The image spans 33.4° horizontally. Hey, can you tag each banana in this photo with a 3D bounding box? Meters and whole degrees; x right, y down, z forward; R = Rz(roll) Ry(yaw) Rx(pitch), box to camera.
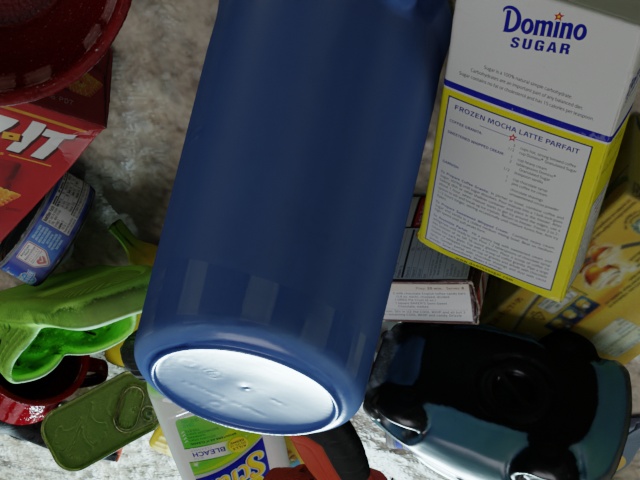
[{"bbox_3d":[-0.143,0.058,0.876,0.070,0.037,0.198,40,143,18],"label":"banana"}]

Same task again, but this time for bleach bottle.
[{"bbox_3d":[-0.064,0.202,0.918,0.102,0.068,0.251,-17,119,1],"label":"bleach bottle"}]

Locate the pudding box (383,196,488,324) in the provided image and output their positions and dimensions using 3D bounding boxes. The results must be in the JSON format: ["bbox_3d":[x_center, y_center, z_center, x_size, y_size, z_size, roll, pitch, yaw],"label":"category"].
[{"bbox_3d":[0.052,0.011,0.692,0.114,0.090,0.039,-1,129,20],"label":"pudding box"}]

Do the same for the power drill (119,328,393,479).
[{"bbox_3d":[-0.035,0.130,0.752,0.185,0.057,0.187,-1,129,26],"label":"power drill"}]

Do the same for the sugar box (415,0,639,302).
[{"bbox_3d":[0.109,-0.058,0.558,0.093,0.048,0.176,24,133,19],"label":"sugar box"}]

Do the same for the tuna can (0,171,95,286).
[{"bbox_3d":[-0.198,-0.010,0.768,0.033,0.086,0.086,33,140,-21],"label":"tuna can"}]

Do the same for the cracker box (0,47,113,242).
[{"bbox_3d":[-0.255,-0.069,0.690,0.163,0.072,0.214,15,148,-33],"label":"cracker box"}]

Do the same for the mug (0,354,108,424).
[{"bbox_3d":[-0.248,0.115,0.948,0.117,0.093,0.082,5,153,-24],"label":"mug"}]

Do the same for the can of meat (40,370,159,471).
[{"bbox_3d":[-0.192,0.160,0.949,0.057,0.102,0.084,61,167,3],"label":"can of meat"}]

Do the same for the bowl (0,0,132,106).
[{"bbox_3d":[-0.179,-0.156,0.571,0.162,0.055,0.162,-3,110,-8],"label":"bowl"}]

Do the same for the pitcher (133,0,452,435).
[{"bbox_3d":[-0.018,-0.027,0.551,0.145,0.242,0.149,5,147,13],"label":"pitcher"}]
